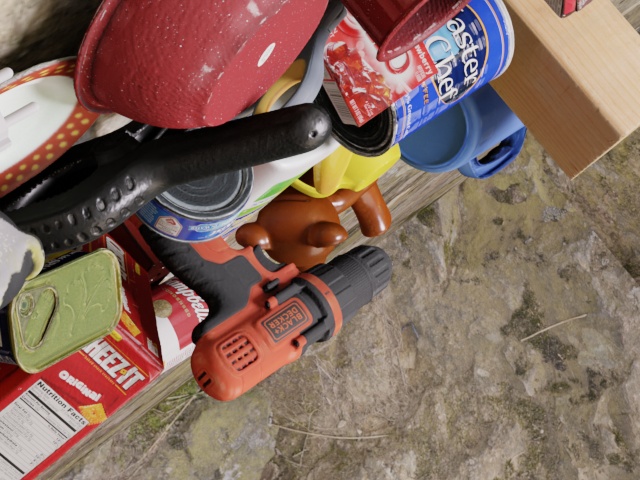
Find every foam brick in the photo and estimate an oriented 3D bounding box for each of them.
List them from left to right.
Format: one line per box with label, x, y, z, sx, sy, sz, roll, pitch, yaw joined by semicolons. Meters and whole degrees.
foam brick;-0.157;0.012;0.911;0.052;0.051;0.078;-31;171;-47

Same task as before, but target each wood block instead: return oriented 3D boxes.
wood block;0.197;-0.169;0.921;0.090;0.206;0.091;-35;173;-27

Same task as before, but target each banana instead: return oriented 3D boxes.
banana;0.046;-0.131;0.927;0.037;0.069;0.197;22;-110;50

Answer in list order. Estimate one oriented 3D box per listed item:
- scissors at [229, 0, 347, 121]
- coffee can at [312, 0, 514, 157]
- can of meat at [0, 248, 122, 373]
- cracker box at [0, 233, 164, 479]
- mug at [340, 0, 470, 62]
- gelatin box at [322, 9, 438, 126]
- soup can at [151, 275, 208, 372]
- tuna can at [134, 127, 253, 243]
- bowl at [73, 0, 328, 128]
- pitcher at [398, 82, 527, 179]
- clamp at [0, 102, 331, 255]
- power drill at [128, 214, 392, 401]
scissors;0.008;-0.133;0.669;0.202;0.016;0.096;-44;-148;0
coffee can;0.070;-0.143;0.847;0.140;0.103;0.103;-35;173;-28
can of meat;-0.188;0.038;0.665;0.084;0.057;0.101;5;-162;25
cracker box;-0.224;0.102;0.793;0.214;0.072;0.164;-40;-154;5
mug;0.049;-0.170;0.616;0.093;0.081;0.117;-35;173;-30
gelatin box;0.030;-0.136;0.741;0.073;0.089;0.030;-36;-157;-13
soup can;-0.142;0.077;0.912;0.102;0.068;0.069;-31;171;-37
tuna can;-0.089;-0.043;0.730;0.086;0.086;0.034;-34;171;-36
bowl;-0.045;-0.109;0.529;0.162;0.055;0.162;-47;173;-8
pitcher;0.160;-0.147;1.083;0.145;0.149;0.242;-41;177;41
clamp;-0.109;-0.048;0.612;0.210;0.036;0.165;-27;-151;-3
power drill;-0.055;0.001;0.781;0.184;0.188;0.057;-32;170;-35
